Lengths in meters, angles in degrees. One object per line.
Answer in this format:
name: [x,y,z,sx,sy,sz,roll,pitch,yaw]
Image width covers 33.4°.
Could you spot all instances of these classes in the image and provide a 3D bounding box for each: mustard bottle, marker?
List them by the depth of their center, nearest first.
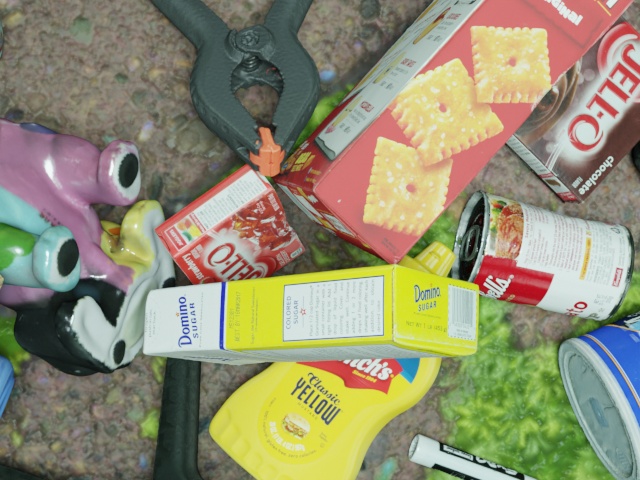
mustard bottle: [0.022,0.079,0.693,0.096,0.058,0.191,38,86,16]
marker: [0.119,0.161,0.727,0.121,0.020,0.020,21,89,-6]

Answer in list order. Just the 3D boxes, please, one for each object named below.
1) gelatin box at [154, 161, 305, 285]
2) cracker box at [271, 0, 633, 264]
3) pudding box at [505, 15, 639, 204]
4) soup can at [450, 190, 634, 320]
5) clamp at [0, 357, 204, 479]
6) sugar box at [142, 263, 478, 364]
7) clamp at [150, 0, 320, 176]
gelatin box: [-0.054,0.001,0.670,0.073,0.089,0.030,-35,61,-6]
cracker box: [0.075,-0.089,0.642,0.072,0.164,0.213,44,87,-11]
pudding box: [0.175,-0.095,0.716,0.090,0.039,0.113,43,87,-6]
soup can: [0.145,0.011,0.702,0.102,0.068,0.068,12,90,-7]
clamp: [-0.110,0.172,0.651,0.164,0.036,0.210,-31,63,3]
sugar box: [-0.008,0.045,0.611,0.177,0.093,0.048,-4,78,36]
clamp: [-0.054,-0.118,0.662,0.120,0.039,0.171,-4,58,3]
